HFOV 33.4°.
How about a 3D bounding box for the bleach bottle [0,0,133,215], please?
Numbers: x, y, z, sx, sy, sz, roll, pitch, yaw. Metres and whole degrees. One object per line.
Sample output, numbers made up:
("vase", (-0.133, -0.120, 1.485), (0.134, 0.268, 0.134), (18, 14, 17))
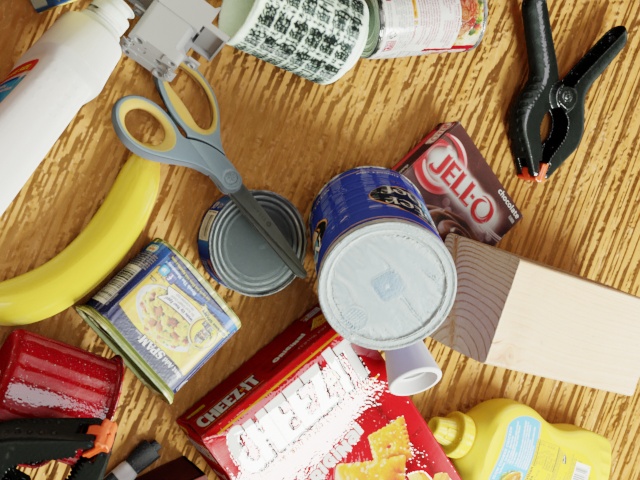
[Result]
("bleach bottle", (-0.221, -0.072, 0.746), (0.068, 0.103, 0.250), (42, 75, -25))

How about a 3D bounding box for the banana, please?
("banana", (-0.187, 0.006, 0.803), (0.197, 0.037, 0.069), (-37, 109, -18))

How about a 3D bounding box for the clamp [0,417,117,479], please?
("clamp", (-0.221, 0.188, 0.754), (0.210, 0.036, 0.164), (-25, 115, 17))

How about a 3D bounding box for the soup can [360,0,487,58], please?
("soup can", (0.078, -0.189, 0.894), (0.102, 0.069, 0.068), (-9, 99, -24))

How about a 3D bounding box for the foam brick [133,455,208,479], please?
("foam brick", (-0.111, 0.223, 0.853), (0.052, 0.051, 0.078), (-22, 105, -23))

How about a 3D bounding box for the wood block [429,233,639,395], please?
("wood block", (0.195, 0.068, 0.937), (0.205, 0.090, 0.091), (16, 95, -38))

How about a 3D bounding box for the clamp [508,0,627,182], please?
("clamp", (0.225, -0.137, 0.986), (0.120, 0.039, 0.171), (5, 99, -22))

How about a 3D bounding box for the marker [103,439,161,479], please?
("marker", (-0.173, 0.201, 0.839), (0.121, 0.020, 0.020), (-41, 111, -16))

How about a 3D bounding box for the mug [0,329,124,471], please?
("mug", (-0.206, 0.123, 0.786), (0.081, 0.093, 0.117), (23, 121, -21))

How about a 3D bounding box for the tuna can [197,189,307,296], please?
("tuna can", (-0.056, 0.001, 0.867), (0.086, 0.034, 0.086), (-3, 96, -26))

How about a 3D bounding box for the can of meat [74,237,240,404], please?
("can of meat", (-0.124, 0.060, 0.828), (0.084, 0.058, 0.102), (-45, 112, -17))

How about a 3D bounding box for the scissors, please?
("scissors", (-0.090, -0.046, 0.821), (0.096, 0.016, 0.202), (-23, 86, -30))

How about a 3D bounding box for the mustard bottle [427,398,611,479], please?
("mustard bottle", (0.178, 0.199, 0.985), (0.191, 0.058, 0.096), (24, 86, -26))

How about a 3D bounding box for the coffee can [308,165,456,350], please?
("coffee can", (0.045, 0.010, 0.840), (0.102, 0.140, 0.103), (-1, 111, -3))

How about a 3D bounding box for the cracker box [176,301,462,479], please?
("cracker box", (0.009, 0.185, 0.896), (0.164, 0.072, 0.213), (-39, 109, -18))

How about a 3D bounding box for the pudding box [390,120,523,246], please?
("pudding box", (0.113, -0.035, 0.941), (0.090, 0.039, 0.113), (-43, 111, -16))
